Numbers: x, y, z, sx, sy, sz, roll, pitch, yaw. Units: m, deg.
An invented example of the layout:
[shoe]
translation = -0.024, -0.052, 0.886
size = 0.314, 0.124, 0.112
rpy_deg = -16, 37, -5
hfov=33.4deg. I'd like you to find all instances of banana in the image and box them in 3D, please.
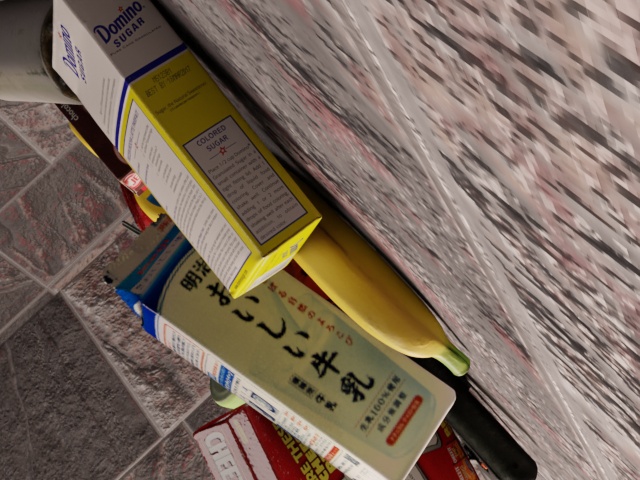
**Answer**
[banana]
translation = 0.006, 0.008, 0.623
size = 0.198, 0.037, 0.069
rpy_deg = 46, 174, 29

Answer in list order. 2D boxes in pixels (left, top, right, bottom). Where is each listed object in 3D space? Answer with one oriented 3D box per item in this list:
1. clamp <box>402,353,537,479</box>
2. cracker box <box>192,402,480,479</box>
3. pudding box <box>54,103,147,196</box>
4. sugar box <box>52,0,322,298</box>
[clamp]
translation = 0.095, 0.116, 0.782
size = 0.171, 0.039, 0.120
rpy_deg = 50, 172, 20
[cracker box]
translation = 0.023, 0.176, 0.818
size = 0.213, 0.072, 0.164
rpy_deg = -18, -102, -53
[pudding box]
translation = -0.150, -0.104, 0.857
size = 0.114, 0.090, 0.039
rpy_deg = 46, 178, 30
[sugar box]
translation = -0.077, -0.057, 0.575
size = 0.176, 0.048, 0.093
rpy_deg = 54, 159, 6
